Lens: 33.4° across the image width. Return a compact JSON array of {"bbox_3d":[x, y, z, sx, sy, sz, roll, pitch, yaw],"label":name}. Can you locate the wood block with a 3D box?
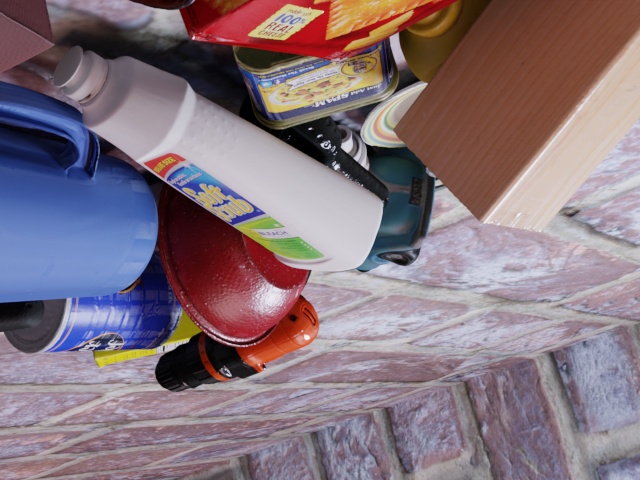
[{"bbox_3d":[0.152,-0.113,0.645,0.090,0.091,0.206,5,128,-53],"label":"wood block"}]

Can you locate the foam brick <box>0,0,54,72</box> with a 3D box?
[{"bbox_3d":[-0.179,-0.122,0.531,0.053,0.051,0.078,-20,164,15],"label":"foam brick"}]

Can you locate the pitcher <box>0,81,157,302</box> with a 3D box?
[{"bbox_3d":[-0.215,-0.024,0.713,0.149,0.145,0.242,5,180,31],"label":"pitcher"}]

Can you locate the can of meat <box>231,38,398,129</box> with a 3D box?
[{"bbox_3d":[-0.004,-0.121,0.683,0.102,0.057,0.084,-15,163,3],"label":"can of meat"}]

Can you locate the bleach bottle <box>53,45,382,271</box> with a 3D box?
[{"bbox_3d":[-0.073,-0.056,0.721,0.250,0.068,0.103,30,164,-39],"label":"bleach bottle"}]

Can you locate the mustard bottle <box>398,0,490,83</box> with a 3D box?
[{"bbox_3d":[0.107,-0.140,0.713,0.096,0.058,0.191,-36,155,27],"label":"mustard bottle"}]

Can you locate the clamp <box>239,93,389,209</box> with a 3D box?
[{"bbox_3d":[-0.023,-0.076,0.811,0.120,0.039,0.171,13,161,28],"label":"clamp"}]

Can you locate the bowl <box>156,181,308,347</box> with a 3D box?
[{"bbox_3d":[-0.056,0.001,0.849,0.055,0.162,0.161,-16,166,33],"label":"bowl"}]

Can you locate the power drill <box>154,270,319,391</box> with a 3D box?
[{"bbox_3d":[-0.066,0.059,1.033,0.185,0.187,0.057,-22,120,30],"label":"power drill"}]

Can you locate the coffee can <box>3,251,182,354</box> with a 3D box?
[{"bbox_3d":[-0.214,0.053,0.998,0.103,0.103,0.140,-27,161,35],"label":"coffee can"}]
